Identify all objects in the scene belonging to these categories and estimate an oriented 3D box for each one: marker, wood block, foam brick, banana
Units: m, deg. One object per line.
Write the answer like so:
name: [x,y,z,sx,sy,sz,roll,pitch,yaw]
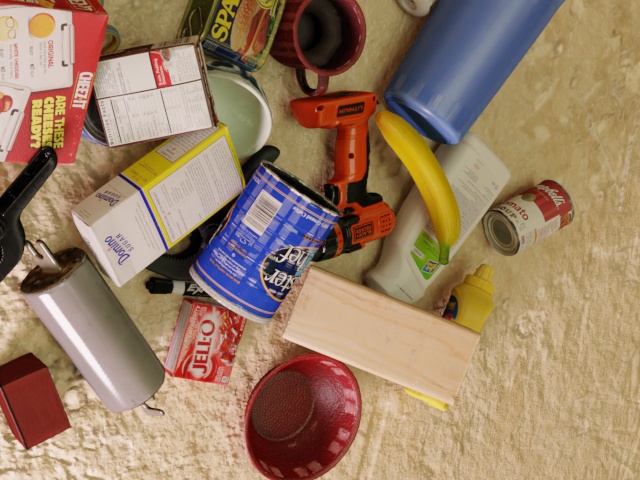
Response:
marker: [-0.138,0.054,1.191,0.120,0.020,0.020,6,97,-33]
wood block: [0.067,0.107,1.232,0.206,0.091,0.090,22,89,-1]
foam brick: [-0.299,0.163,1.094,0.051,0.053,0.078,-26,115,-25]
banana: [0.122,-0.072,1.248,0.198,0.037,0.069,63,26,-13]

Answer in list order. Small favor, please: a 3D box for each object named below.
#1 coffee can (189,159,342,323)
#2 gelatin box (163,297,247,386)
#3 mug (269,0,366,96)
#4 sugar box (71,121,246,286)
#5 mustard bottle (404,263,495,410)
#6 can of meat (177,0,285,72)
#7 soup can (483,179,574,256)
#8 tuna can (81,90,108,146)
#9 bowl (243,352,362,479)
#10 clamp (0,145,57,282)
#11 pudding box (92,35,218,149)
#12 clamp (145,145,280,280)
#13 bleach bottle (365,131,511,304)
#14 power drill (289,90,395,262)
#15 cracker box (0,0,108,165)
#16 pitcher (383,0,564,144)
coffee can: [-0.057,0.001,1.121,0.102,0.103,0.140,28,100,-34]
gelatin box: [-0.129,0.115,1.204,0.073,0.030,0.089,15,92,-34]
mug: [-0.009,-0.217,1.174,0.093,0.082,0.117,-11,106,-30]
sugar box: [-0.161,-0.042,1.085,0.176,0.048,0.093,-37,138,-20]
mustard bottle: [0.173,0.118,1.357,0.058,0.096,0.191,27,85,-1]
can of meat: [-0.092,-0.238,1.133,0.083,0.058,0.102,20,89,-36]
soup can: [0.273,-0.030,1.403,0.102,0.069,0.068,-27,114,-24]
tuna can: [-0.214,-0.139,1.091,0.086,0.034,0.086,-8,105,-31]
bowl: [-0.031,0.205,1.270,0.161,0.055,0.162,-8,105,-31]
clamp: [-0.309,-0.022,1.019,0.120,0.039,0.172,-7,131,-20]
pudding box: [-0.164,-0.145,1.049,0.113,0.039,0.090,-10,110,4]
clamp: [-0.120,0.000,1.180,0.209,0.036,0.164,-22,111,-29]
bleach bottle: [0.128,-0.012,1.320,0.102,0.068,0.250,41,81,-28]
power drill: [0.009,-0.072,1.220,0.184,0.057,0.188,-19,113,-43]
cracker box: [-0.319,-0.157,0.970,0.213,0.072,0.164,0,126,-33]
pitcher: [0.185,-0.235,1.276,0.149,0.145,0.243,36,84,-21]
